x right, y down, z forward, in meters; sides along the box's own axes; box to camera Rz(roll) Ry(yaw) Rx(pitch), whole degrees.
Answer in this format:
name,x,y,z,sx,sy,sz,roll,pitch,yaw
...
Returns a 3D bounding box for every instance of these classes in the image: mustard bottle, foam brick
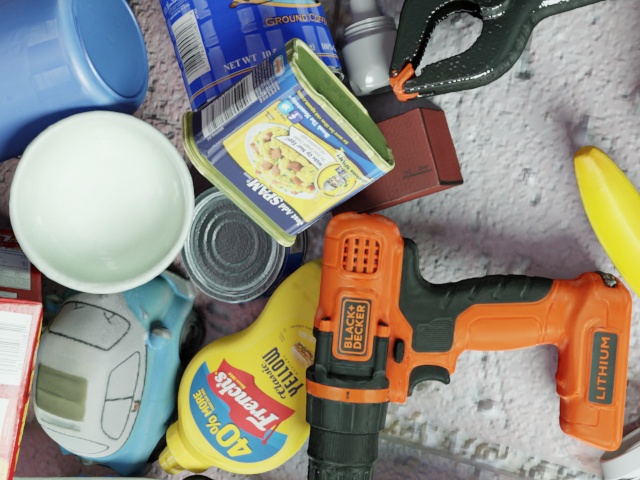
name,x,y,z,sx,sy,sz,roll,pitch,yaw
mustard bottle,-0.041,0.103,0.731,0.192,0.058,0.096,-40,83,21
foam brick,0.044,-0.049,0.689,0.078,0.051,0.053,-16,88,24

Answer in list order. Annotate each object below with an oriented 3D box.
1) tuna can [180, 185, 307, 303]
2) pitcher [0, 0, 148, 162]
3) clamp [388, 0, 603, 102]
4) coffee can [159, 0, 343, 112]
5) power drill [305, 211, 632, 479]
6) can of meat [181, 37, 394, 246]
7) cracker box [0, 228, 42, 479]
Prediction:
name,x,y,z,sx,sy,sz,roll,pitch,yaw
tuna can,-0.055,0.001,0.744,0.086,0.033,0.086,2,94,23
pitcher,-0.256,-0.120,0.768,0.243,0.149,0.145,-13,85,20
clamp,0.102,-0.158,0.652,0.171,0.039,0.120,-35,71,4
coffee can,-0.053,-0.158,0.696,0.103,0.102,0.140,-18,86,23
power drill,0.085,0.081,0.641,0.187,0.057,0.184,5,94,1
can of meat,-0.018,-0.058,0.634,0.084,0.102,0.057,-34,35,19
cracker box,-0.240,0.090,0.736,0.072,0.214,0.164,10,99,-17
